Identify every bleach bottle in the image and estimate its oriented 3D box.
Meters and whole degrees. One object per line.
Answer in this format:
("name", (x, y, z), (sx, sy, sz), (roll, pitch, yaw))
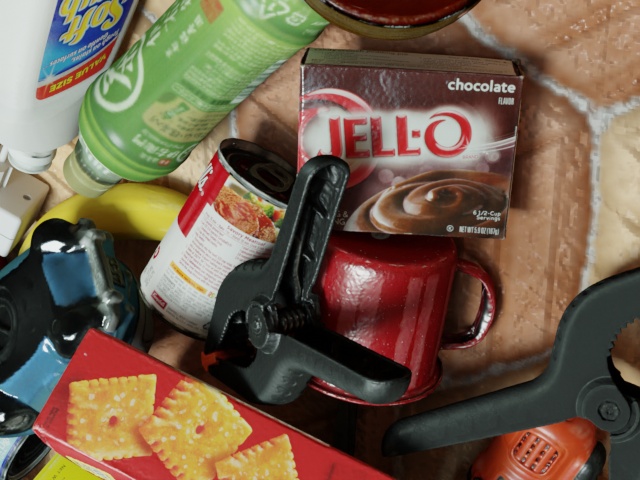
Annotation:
("bleach bottle", (-0.142, -0.141, 0.612), (0.068, 0.102, 0.251), (41, 134, 17))

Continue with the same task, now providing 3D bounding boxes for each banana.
("banana", (-0.142, -0.002, 0.707), (0.198, 0.037, 0.069), (-7, 109, 32))

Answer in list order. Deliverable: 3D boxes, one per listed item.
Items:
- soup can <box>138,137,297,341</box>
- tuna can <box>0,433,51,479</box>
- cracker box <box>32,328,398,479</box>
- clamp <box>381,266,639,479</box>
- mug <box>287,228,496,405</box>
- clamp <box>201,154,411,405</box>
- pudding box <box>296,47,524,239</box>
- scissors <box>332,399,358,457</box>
("soup can", (-0.054, 0.001, 0.624), (0.068, 0.068, 0.102), (38, 112, 9))
("tuna can", (-0.218, 0.138, 0.791), (0.034, 0.086, 0.086), (35, 126, 9))
("cracker box", (-0.043, 0.142, 0.620), (0.214, 0.072, 0.164), (26, 164, 9))
("clamp", (0.138, 0.082, 0.547), (0.165, 0.036, 0.210), (31, 105, 13))
("mug", (0.042, 0.033, 0.595), (0.117, 0.093, 0.081), (5, 115, -7))
("clamp", (-0.013, 0.048, 0.546), (0.172, 0.039, 0.120), (-51, 49, 52))
("pudding box", (0.044, -0.050, 0.553), (0.113, 0.039, 0.090), (2, 118, 2))
("scissors", (0.026, 0.182, 0.713), (0.096, 0.016, 0.202), (32, 126, 15))
